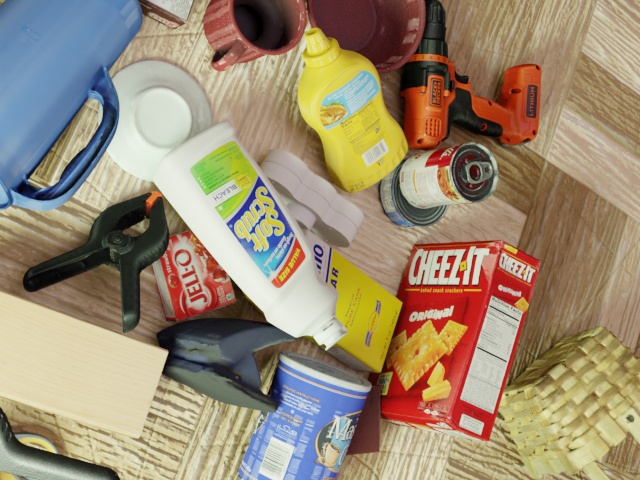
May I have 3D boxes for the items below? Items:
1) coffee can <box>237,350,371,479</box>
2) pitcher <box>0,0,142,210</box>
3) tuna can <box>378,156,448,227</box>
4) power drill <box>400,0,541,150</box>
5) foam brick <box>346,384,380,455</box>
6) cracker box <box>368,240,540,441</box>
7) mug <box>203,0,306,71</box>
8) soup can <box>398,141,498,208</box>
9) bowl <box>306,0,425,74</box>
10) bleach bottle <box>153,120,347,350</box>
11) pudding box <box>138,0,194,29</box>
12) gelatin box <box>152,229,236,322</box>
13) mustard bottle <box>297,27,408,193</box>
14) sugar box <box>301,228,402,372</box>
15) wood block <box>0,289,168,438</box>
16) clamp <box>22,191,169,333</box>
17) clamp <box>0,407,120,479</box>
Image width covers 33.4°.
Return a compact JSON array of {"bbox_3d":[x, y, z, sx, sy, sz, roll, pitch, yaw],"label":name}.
[{"bbox_3d":[-0.017,0.200,1.129,0.102,0.103,0.140,19,91,-29],"label":"coffee can"},{"bbox_3d":[-0.267,-0.151,1.001,0.242,0.145,0.149,-56,134,-24],"label":"pitcher"},{"bbox_3d":[0.113,-0.058,1.278,0.086,0.034,0.086,2,86,-31],"label":"tuna can"},{"bbox_3d":[0.184,-0.195,1.317,0.187,0.057,0.184,5,88,-28],"label":"power drill"},{"bbox_3d":[0.033,0.200,1.206,0.052,0.051,0.078,4,85,-32],"label":"foam brick"},{"bbox_3d":[0.144,0.109,1.213,0.072,0.164,0.213,27,74,-29],"label":"cracker box"},{"bbox_3d":[-0.080,-0.228,1.144,0.093,0.082,0.117,37,70,-24],"label":"mug"},{"bbox_3d":[0.144,-0.072,1.217,0.068,0.102,0.068,2,86,-31],"label":"soup can"},{"bbox_3d":[0.042,-0.268,1.235,0.161,0.055,0.162,2,86,-31],"label":"bowl"},{"bbox_3d":[-0.057,0.001,1.087,0.102,0.068,0.251,-35,81,-32],"label":"bleach bottle"},{"bbox_3d":[-0.179,-0.287,1.114,0.113,0.039,0.090,25,74,-29],"label":"pudding box"},{"bbox_3d":[-0.136,0.034,1.126,0.073,0.030,0.089,-17,96,-30],"label":"gelatin box"},{"bbox_3d":[0.026,-0.151,1.182,0.096,0.058,0.191,-37,127,-13],"label":"mustard bottle"},{"bbox_3d":[0.014,0.069,1.181,0.176,0.048,0.093,38,61,-40],"label":"sugar box"},{"bbox_3d":[-0.263,0.113,1.011,0.205,0.090,0.091,24,75,-27],"label":"wood block"},{"bbox_3d":[-0.211,0.011,1.055,0.120,0.039,0.171,20,45,0],"label":"clamp"},{"bbox_3d":[-0.310,0.208,0.971,0.165,0.036,0.210,-43,107,14],"label":"clamp"}]
